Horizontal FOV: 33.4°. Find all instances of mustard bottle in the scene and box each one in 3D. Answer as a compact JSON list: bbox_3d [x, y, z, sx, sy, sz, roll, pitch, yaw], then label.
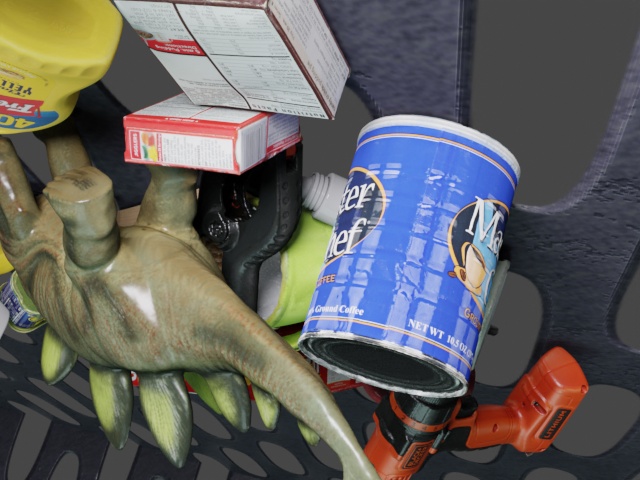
[{"bbox_3d":[-0.190,-0.107,0.645,0.096,0.058,0.192,19,162,-22],"label":"mustard bottle"}]

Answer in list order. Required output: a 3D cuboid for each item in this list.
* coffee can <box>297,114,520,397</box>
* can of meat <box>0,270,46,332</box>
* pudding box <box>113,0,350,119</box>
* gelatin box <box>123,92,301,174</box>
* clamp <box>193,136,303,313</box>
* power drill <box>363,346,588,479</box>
[{"bbox_3d":[0.054,0.011,0.638,0.103,0.140,0.103,15,161,5],"label":"coffee can"},{"bbox_3d":[-0.269,0.044,1.078,0.057,0.102,0.084,60,152,1],"label":"can of meat"},{"bbox_3d":[-0.043,-0.107,0.551,0.090,0.039,0.113,8,162,21],"label":"pudding box"},{"bbox_3d":[-0.061,-0.065,0.624,0.073,0.030,0.089,8,-159,20],"label":"gelatin box"},{"bbox_3d":[-0.055,0.001,0.716,0.120,0.039,0.172,50,130,11],"label":"clamp"},{"bbox_3d":[0.136,0.139,0.918,0.187,0.057,0.185,-3,137,-29],"label":"power drill"}]
